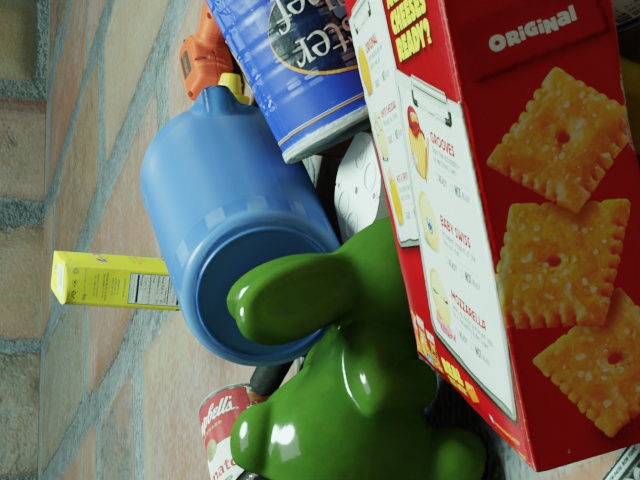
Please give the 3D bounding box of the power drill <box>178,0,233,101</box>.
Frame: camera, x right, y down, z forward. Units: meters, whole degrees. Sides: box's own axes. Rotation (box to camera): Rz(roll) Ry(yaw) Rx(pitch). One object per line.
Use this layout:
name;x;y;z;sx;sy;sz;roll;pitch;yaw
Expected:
power drill;-0.090;-0.231;1.072;0.184;0.057;0.188;-105;30;-49

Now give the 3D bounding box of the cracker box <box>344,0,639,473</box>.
cracker box;0.074;-0.034;0.459;0.164;0.072;0.214;-135;32;-76

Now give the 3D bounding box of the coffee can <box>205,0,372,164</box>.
coffee can;-0.008;-0.134;0.686;0.140;0.102;0.103;63;157;-1

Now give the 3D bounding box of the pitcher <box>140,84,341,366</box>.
pitcher;-0.055;0.001;0.767;0.145;0.149;0.243;-48;23;8

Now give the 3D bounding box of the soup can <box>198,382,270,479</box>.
soup can;-0.062;0.180;0.896;0.102;0.068;0.069;-110;31;-46

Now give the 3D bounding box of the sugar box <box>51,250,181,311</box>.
sugar box;-0.175;0.041;1.070;0.093;0.176;0.048;-157;71;-68

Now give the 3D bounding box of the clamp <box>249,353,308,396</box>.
clamp;-0.020;0.066;0.846;0.172;0.039;0.120;164;109;-71
